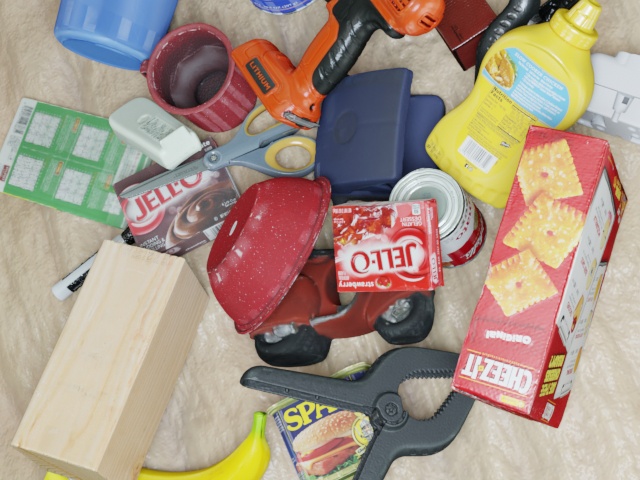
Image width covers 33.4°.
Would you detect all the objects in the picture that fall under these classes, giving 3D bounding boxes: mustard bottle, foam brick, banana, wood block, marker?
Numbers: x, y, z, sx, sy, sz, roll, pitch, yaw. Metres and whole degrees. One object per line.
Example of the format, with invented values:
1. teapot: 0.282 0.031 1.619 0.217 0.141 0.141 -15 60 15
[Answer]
1. mustard bottle: 0.176 -0.125 0.911 0.096 0.058 0.192 41 125 12
2. foam brick: 0.131 -0.210 0.998 0.053 0.051 0.078 -32 69 11
3. banana: -0.117 0.217 0.987 0.198 0.037 0.069 -23 74 24
4. wood block: -0.189 0.116 0.983 0.090 0.091 0.206 13 66 17
5. marker: -0.223 0.018 1.088 0.121 0.020 0.020 -38 68 8

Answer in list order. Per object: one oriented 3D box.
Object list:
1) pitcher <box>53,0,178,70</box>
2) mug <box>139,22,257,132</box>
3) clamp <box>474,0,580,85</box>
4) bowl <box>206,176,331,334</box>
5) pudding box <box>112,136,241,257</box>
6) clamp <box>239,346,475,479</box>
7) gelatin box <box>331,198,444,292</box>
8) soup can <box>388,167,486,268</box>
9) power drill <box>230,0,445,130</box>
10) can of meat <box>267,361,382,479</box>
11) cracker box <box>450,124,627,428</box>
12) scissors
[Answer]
1. pitcher: -0.184 -0.304 1.088 0.145 0.149 0.243 15 86 8
2. mug: -0.123 -0.158 1.060 0.117 0.081 0.093 10 81 21
3. clamp: 0.183 -0.200 0.947 0.171 0.120 0.039 -57 37 5
4. bowl: -0.056 0.001 0.957 0.055 0.162 0.162 29 88 -16
5. pudding box: -0.137 -0.037 1.050 0.113 0.039 0.090 -26 70 -1
6. clamp: 0.045 0.140 0.898 0.209 0.036 0.164 -29 80 -23
7. gelatin box: 0.055 0.005 0.879 0.089 0.030 0.073 -2 96 31
8. soup can: 0.103 -0.018 0.935 0.069 0.102 0.068 -5 76 18
9. power drill: 0.003 -0.208 0.963 0.188 0.057 0.184 -46 57 24
10. can of meat: 0.016 0.168 0.948 0.102 0.057 0.084 -28 72 11
11. cracker box: 0.180 0.035 0.862 0.072 0.164 0.213 16 83 23
12. scissors: -0.084 -0.067 1.024 0.201 0.016 0.096 -37 72 -14
